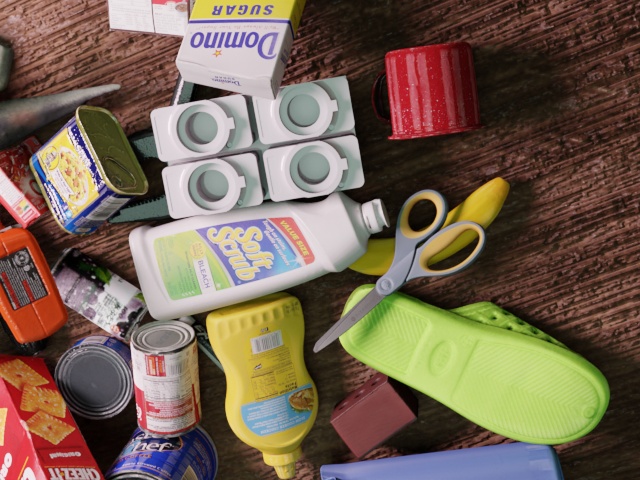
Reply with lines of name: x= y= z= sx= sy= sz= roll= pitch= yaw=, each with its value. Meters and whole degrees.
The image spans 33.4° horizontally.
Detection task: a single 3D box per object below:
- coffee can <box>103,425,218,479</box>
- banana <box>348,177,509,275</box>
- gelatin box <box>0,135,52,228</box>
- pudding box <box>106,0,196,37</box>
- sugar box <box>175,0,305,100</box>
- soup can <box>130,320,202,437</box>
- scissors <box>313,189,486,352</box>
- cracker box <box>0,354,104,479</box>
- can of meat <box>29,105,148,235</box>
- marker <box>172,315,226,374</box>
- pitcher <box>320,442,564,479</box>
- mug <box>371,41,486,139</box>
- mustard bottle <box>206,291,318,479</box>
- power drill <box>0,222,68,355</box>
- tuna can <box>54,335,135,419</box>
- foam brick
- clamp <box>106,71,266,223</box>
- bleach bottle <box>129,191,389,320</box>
coffee can: x=-0.170 y=0.254 z=1.101 sx=0.103 sy=0.140 sz=0.103 roll=2 pitch=104 yaw=7
banana: x=0.096 y=-0.006 z=1.059 sx=0.198 sy=0.037 sz=0.069 roll=-14 pitch=101 yaw=10
gelatin box: x=-0.291 y=-0.060 z=1.069 sx=0.030 sy=0.089 sz=0.073 roll=-37 pitch=97 yaw=23
pudding box: x=-0.159 y=-0.253 z=1.015 sx=0.090 sy=0.039 sz=0.113 roll=9 pitch=117 yaw=17
sugar box: x=-0.062 y=-0.224 z=0.982 sx=0.093 sy=0.048 sz=0.176 roll=13 pitch=73 yaw=9
soup can: x=-0.159 y=0.142 z=1.101 sx=0.068 sy=0.068 sz=0.102 roll=2 pitch=115 yaw=7
scissors: x=0.063 y=0.023 z=1.039 sx=0.202 sy=0.016 sz=0.096 roll=-27 pitch=78 yaw=9
cracker box: x=-0.306 y=0.243 z=1.081 sx=0.072 sy=0.214 sz=0.164 roll=11 pitch=114 yaw=-38
can of meat: x=-0.229 y=-0.066 z=1.046 sx=0.084 sy=0.057 sz=0.102 roll=-36 pitch=73 yaw=27
marker: x=-0.124 y=0.103 z=1.122 sx=0.020 sy=0.020 sz=0.121 roll=-43 pitch=95 yaw=14
pitcher: x=0.127 y=0.281 z=1.085 sx=0.243 sy=0.149 sz=0.145 roll=-11 pitch=87 yaw=7
mug: x=0.096 y=-0.141 z=1.009 sx=0.117 sy=0.093 sz=0.081 roll=0 pitch=101 yaw=45
mustard bottle: x=-0.052 y=0.155 z=1.099 sx=0.096 sy=0.058 sz=0.191 roll=-16 pitch=103 yaw=-21
power drill: x=-0.305 y=0.046 z=1.054 sx=0.057 sy=0.188 sz=0.184 roll=-29 pitch=108 yaw=-21
tuna can: x=-0.237 y=0.145 z=1.140 sx=0.086 sy=0.033 sz=0.086 roll=2 pitch=104 yaw=7
foam brick: x=0.056 y=0.176 z=1.100 sx=0.078 sy=0.053 sz=0.051 roll=-38 pitch=96 yaw=13
clamp: x=-0.132 y=-0.079 z=1.071 sx=0.210 sy=0.036 sz=0.164 roll=-44 pitch=94 yaw=11
bleach bottle: x=-0.057 y=0.001 z=1.055 sx=0.251 sy=0.068 sz=0.102 roll=-17 pitch=86 yaw=13
